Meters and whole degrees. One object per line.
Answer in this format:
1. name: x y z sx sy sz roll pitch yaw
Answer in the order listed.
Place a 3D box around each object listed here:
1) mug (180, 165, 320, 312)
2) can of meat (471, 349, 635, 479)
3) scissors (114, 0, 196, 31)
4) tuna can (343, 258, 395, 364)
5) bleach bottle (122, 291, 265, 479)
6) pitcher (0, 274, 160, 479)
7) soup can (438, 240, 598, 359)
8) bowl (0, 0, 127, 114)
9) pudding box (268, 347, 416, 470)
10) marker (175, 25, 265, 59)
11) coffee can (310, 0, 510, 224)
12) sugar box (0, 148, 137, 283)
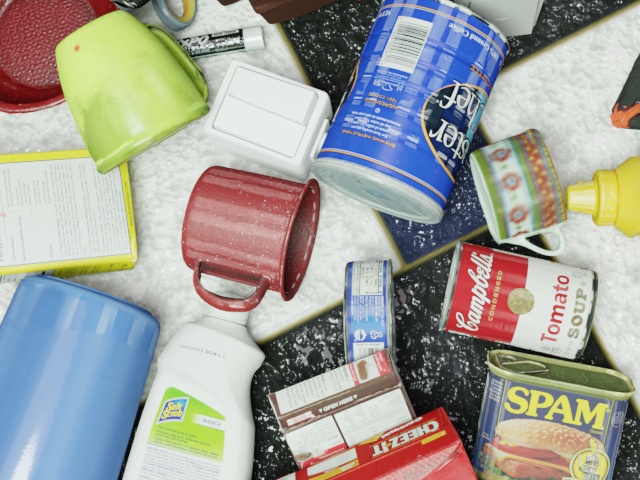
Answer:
1. mug: -0.055 0.001 0.783 0.081 0.093 0.117 13 60 11
2. can of meat: 0.161 0.131 0.754 0.102 0.057 0.084 10 101 7
3. scissors: -0.125 -0.250 0.863 0.016 0.096 0.201 -18 46 34
4. tuna can: 0.036 0.056 0.772 0.034 0.086 0.086 -2 80 6
5. bleach bottle: -0.088 0.163 0.777 0.102 0.068 0.251 13 80 6
6. pitcher: -0.210 0.151 0.763 0.149 0.145 0.243 19 79 -6
7. soup can: 0.142 0.043 0.774 0.102 0.068 0.068 12 82 6
8. bowl: -0.226 -0.171 0.845 0.162 0.055 0.162 -1 81 4
9. pudding box: 0.025 0.136 0.749 0.090 0.113 0.039 -22 44 0
10. marker: -0.105 -0.153 0.851 0.121 0.020 0.020 -9 80 3
11. coffee can: 0.066 -0.096 0.786 0.103 0.103 0.140 22 83 8
12. sugar box: -0.230 -0.016 0.796 0.176 0.048 0.093 -5 78 -18
